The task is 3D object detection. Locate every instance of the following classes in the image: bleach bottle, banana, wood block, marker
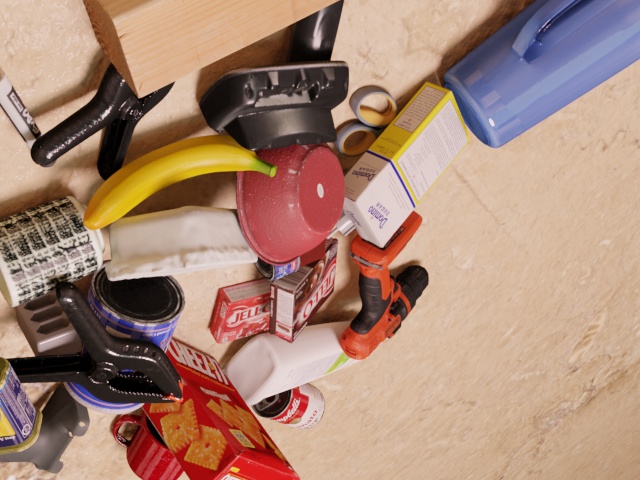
[{"bbox_3d":[-0.006,0.155,1.451,0.250,0.068,0.103,-7,147,-49],"label":"bleach bottle"},{"bbox_3d":[-0.144,-0.065,1.036,0.197,0.070,0.037,-20,131,-20],"label":"banana"},{"bbox_3d":[-0.092,-0.220,0.913,0.206,0.090,0.091,-29,144,-14],"label":"wood block"},{"bbox_3d":[-0.264,-0.105,0.950,0.020,0.020,0.121,-32,146,-9],"label":"marker"}]

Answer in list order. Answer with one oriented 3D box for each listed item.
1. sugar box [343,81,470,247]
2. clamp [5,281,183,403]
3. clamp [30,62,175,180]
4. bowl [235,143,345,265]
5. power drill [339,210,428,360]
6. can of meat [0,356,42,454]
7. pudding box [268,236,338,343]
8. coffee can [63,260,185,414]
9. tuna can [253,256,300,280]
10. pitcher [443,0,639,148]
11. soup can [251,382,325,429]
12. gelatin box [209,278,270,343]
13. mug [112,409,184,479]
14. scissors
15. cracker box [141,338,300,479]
[{"bbox_3d":[0.096,-0.088,1.231,0.176,0.048,0.093,-47,138,-13],"label":"sugar box"},{"bbox_3d":[-0.234,0.127,1.086,0.165,0.036,0.209,-34,134,25],"label":"clamp"},{"bbox_3d":[-0.182,-0.122,0.990,0.171,0.039,0.120,-44,166,4],"label":"clamp"},{"bbox_3d":[-0.020,-0.053,1.128,0.161,0.055,0.162,-5,96,-56],"label":"bowl"},{"bbox_3d":[0.092,0.045,1.402,0.184,0.057,0.188,-46,149,-37],"label":"power drill"},{"bbox_3d":[-0.336,0.163,1.041,0.102,0.057,0.084,-10,129,6],"label":"can of meat"},{"bbox_3d":[-0.020,0.056,1.306,0.113,0.039,0.090,-47,151,-41],"label":"pudding box"},{"bbox_3d":[-0.217,0.105,1.168,0.102,0.103,0.140,-7,135,-39],"label":"coffee can"},{"bbox_3d":[-0.058,0.001,1.210,0.033,0.086,0.086,-23,143,-20],"label":"tuna can"},{"bbox_3d":[0.264,-0.219,1.218,0.243,0.145,0.149,-35,114,1],"label":"pitcher"},{"bbox_3d":[-0.045,0.225,1.502,0.068,0.069,0.102,-44,147,8],"label":"soup can"},{"bbox_3d":[-0.090,0.086,1.329,0.089,0.030,0.073,-13,139,-33],"label":"gelatin box"},{"bbox_3d":[-0.212,0.258,1.377,0.117,0.093,0.082,20,126,-18],"label":"mug"},{"bbox_3d":[0.085,-0.121,1.260,0.096,0.016,0.201,-49,144,11],"label":"scissors"},{"bbox_3d":[-0.133,0.215,1.275,0.072,0.214,0.164,-44,146,4],"label":"cracker box"}]
